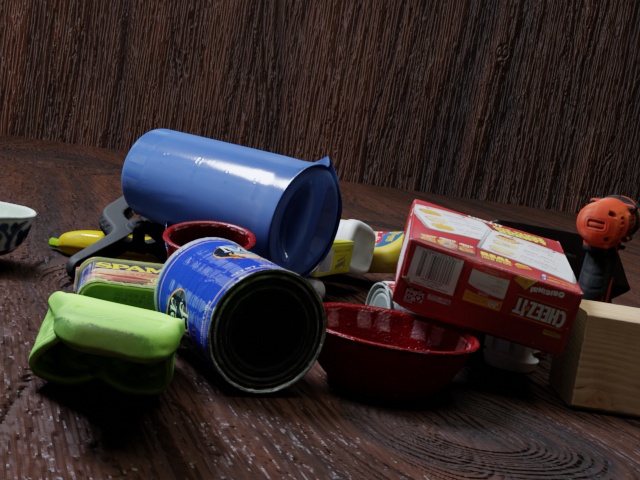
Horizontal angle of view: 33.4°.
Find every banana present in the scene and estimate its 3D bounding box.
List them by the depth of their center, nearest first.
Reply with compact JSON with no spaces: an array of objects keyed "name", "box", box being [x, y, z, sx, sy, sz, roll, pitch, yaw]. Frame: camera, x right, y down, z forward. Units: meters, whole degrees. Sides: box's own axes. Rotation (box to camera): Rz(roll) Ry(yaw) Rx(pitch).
[{"name":"banana","box":[-0.237,0.009,1.326,0.197,0.037,0.070,8,10,-12]}]

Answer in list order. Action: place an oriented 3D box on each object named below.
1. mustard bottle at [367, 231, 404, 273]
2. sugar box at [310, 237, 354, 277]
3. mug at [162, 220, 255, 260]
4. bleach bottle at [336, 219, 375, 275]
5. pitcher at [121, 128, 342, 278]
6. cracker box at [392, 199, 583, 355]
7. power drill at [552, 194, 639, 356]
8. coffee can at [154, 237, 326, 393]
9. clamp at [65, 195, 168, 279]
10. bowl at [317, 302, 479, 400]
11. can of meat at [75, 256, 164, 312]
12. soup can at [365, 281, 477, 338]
[{"name":"mustard bottle","box":[0.075,0.016,1.450,0.192,0.058,0.096,1,13,21]},{"name":"sugar box","box":[-0.058,0.002,1.295,0.176,0.048,0.093,13,7,27]},{"name":"mug","box":[-0.120,0.029,1.088,0.093,0.081,0.117,-6,23,-28]},{"name":"bleach bottle","box":[-0.060,-0.011,1.398,0.251,0.068,0.102,11,-4,22]},{"name":"pitcher","box":[-0.111,-0.041,1.205,0.243,0.145,0.149,18,23,32]},{"name":"cracker box","box":[0.159,0.030,1.051,0.164,0.072,0.213,17,13,3]},{"name":"power drill","box":[0.315,0.041,1.197,0.057,0.188,0.184,12,9,27]},{"name":"coffee can","box":[-0.071,0.060,0.900,0.102,0.103,0.140,5,8,-27]},{"name":"clamp","box":[-0.224,-0.003,1.262,0.164,0.036,0.210,5,28,-22]},{"name":"bowl","box":[0.056,0.100,0.939,0.162,0.055,0.162,9,8,-1]},{"name":"can of meat","box":[-0.177,0.056,0.989,0.102,0.057,0.084,7,11,-11]},{"name":"soup can","box":[0.104,0.079,1.108,0.102,0.068,0.069,6,8,-21]}]
